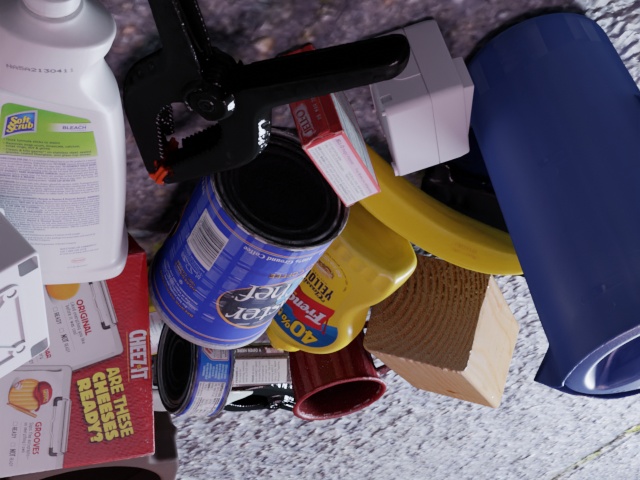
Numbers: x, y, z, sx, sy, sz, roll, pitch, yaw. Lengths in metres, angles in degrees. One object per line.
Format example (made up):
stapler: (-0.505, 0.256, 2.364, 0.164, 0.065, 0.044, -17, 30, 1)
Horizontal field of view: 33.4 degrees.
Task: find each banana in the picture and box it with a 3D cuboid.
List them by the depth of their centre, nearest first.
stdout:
banana: (0.083, -0.022, 0.788, 0.198, 0.037, 0.070, 27, 139, -3)

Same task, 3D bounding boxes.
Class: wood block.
wood block: (0.114, 0.085, 0.961, 0.091, 0.090, 0.206, 12, 167, 20)

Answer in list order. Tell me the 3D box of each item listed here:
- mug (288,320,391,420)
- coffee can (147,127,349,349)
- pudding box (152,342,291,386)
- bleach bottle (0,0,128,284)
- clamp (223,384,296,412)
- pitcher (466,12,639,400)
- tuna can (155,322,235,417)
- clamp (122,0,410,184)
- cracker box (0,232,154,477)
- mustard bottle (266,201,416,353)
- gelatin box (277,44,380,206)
mug: (0.020, 0.113, 1.027, 0.117, 0.081, 0.093, -20, 151, 7)
coffee can: (-0.055, 0.001, 0.769, 0.102, 0.103, 0.140, 1, 146, -29)
pudding box: (-0.092, 0.115, 0.976, 0.089, 0.039, 0.114, 1, 171, -31)
bleach bottle: (-0.156, -0.066, 0.641, 0.102, 0.068, 0.251, -3, 147, -19)
clamp: (-0.039, 0.151, 1.107, 0.171, 0.039, 0.120, 7, 142, -36)
pitcher: (0.188, -0.032, 0.693, 0.149, 0.243, 0.145, -9, 151, -14)
tuna can: (-0.099, 0.094, 0.831, 0.033, 0.086, 0.086, 6, 144, -28)
clamp: (-0.069, -0.100, 0.627, 0.164, 0.036, 0.210, 31, 143, -19)
cracker box: (-0.234, 0.086, 0.775, 0.213, 0.072, 0.164, -6, 108, -20)
mustard bottle: (-0.001, 0.039, 0.875, 0.058, 0.096, 0.192, -37, 169, -39)
gelatin box: (0.005, -0.074, 0.699, 0.030, 0.073, 0.089, -23, 151, 11)
